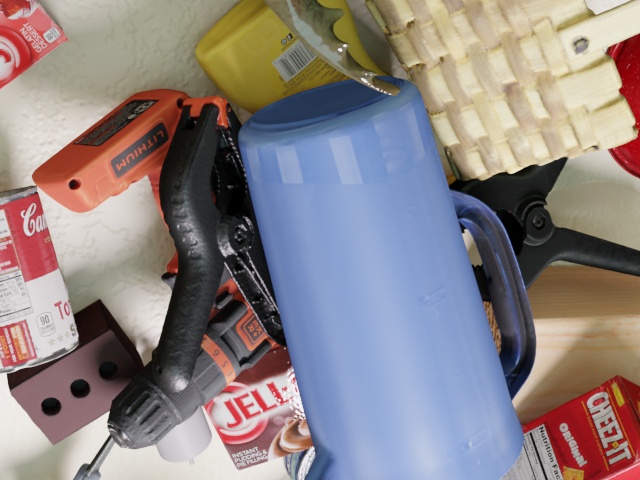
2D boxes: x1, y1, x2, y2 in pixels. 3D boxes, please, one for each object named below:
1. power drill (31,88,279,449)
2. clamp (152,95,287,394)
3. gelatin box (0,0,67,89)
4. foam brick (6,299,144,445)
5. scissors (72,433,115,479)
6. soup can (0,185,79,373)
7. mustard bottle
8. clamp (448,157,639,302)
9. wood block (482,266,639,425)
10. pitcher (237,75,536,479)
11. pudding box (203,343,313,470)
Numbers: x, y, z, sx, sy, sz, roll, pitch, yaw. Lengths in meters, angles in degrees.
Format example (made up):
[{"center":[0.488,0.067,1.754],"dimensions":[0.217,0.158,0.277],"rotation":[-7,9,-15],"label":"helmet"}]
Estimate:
[{"center":[-0.099,0.014,0.673],"dimensions":[0.184,0.057,0.187],"rotation":[-45,123,-28],"label":"power drill"},{"center":[-0.054,0.001,0.646],"dimensions":[0.120,0.039,0.171],"rotation":[-3,96,-59],"label":"clamp"},{"center":[-0.203,-0.132,0.619],"dimensions":[0.073,0.030,0.089],"rotation":[-37,118,-1],"label":"gelatin box"},{"center":[-0.163,0.087,0.712],"dimensions":[0.078,0.051,0.053],"rotation":[-32,118,-4],"label":"foam brick"},{"center":[-0.173,0.176,0.722],"dimensions":[0.016,0.096,0.202],"rotation":[35,115,12],"label":"scissors"},{"center":[-0.193,0.024,0.651],"dimensions":[0.068,0.068,0.102],"rotation":[-16,100,-13],"label":"soup can"},{"center":[0.011,-0.079,0.699],"dimensions":[0.096,0.058,0.191],"rotation":[-42,118,-6],"label":"mustard bottle"},{"center":[0.152,-0.008,0.754],"dimensions":[0.209,0.036,0.164],"rotation":[-32,103,-16],"label":"clamp"},{"center":[0.210,0.077,0.815],"dimensions":[0.205,0.091,0.090],"rotation":[0,112,-19],"label":"wood block"},{"center":[0.042,0.027,0.646],"dimensions":[0.145,0.149,0.243],"rotation":[-10,109,17],"label":"pitcher"},{"center":[-0.026,0.106,0.761],"dimensions":[0.113,0.039,0.090],"rotation":[-20,118,6],"label":"pudding box"}]
